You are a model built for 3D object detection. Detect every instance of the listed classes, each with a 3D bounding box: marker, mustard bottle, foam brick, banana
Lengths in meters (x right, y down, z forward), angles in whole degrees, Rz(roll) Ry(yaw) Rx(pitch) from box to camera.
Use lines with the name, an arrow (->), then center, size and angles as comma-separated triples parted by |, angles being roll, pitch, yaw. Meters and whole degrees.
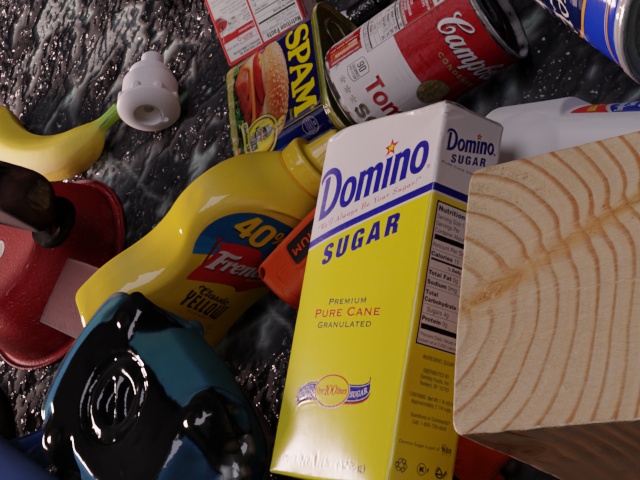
marker -> -0.003, -0.135, 0.733 | 0.121, 0.020, 0.020 | -29, 52, 28
mustard bottle -> -0.054, 0.001, 0.654 | 0.192, 0.096, 0.058 | -42, 46, 18
foam brick -> -0.147, 0.050, 0.742 | 0.078, 0.052, 0.051 | 15, 79, 45
banana -> -0.238, -0.083, 0.907 | 0.198, 0.037, 0.069 | 8, 56, 42

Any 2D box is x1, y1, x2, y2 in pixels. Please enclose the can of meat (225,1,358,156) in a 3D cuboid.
can of meat -> -0.012, -0.089, 0.692 | 0.084, 0.057, 0.102 | -28, 53, 31

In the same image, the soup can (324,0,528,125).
soup can -> 0.061, -0.111, 0.629 | 0.102, 0.068, 0.068 | -30, 52, 28

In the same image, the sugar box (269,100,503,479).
sugar box -> 0.030, 0.028, 0.506 | 0.094, 0.048, 0.176 | -9, 69, 53

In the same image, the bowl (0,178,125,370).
bowl -> -0.226, 0.016, 0.829 | 0.162, 0.055, 0.162 | -21, 56, 34

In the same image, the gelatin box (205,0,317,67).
gelatin box -> -0.045, -0.177, 0.760 | 0.073, 0.030, 0.089 | -24, 85, 32
